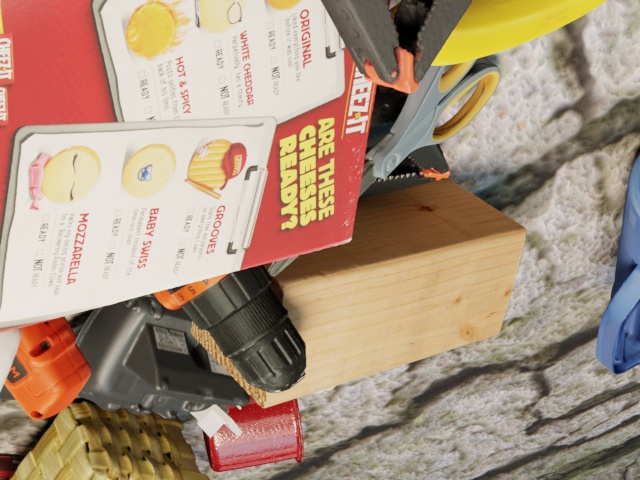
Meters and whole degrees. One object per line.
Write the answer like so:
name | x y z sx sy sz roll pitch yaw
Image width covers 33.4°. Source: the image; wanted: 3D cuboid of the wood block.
wood block | 0.028 0.027 0.714 0.205 0.091 0.090 -12 125 -35

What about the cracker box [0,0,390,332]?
cracker box | -0.078 -0.060 0.473 0.213 0.072 0.164 -15 129 -33

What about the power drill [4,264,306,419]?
power drill | -0.117 0.036 0.626 0.188 0.184 0.057 -31 -176 29

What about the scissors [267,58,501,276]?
scissors | 0.042 -0.064 0.607 0.201 0.016 0.096 -37 147 -33

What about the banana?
banana | 0.097 -0.126 0.567 0.197 0.037 0.070 -24 169 -29

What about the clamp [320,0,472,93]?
clamp | 0.026 -0.149 0.429 0.120 0.039 0.171 5 101 -23

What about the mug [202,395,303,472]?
mug | -0.066 0.152 0.959 0.081 0.093 0.117 -9 120 -11
